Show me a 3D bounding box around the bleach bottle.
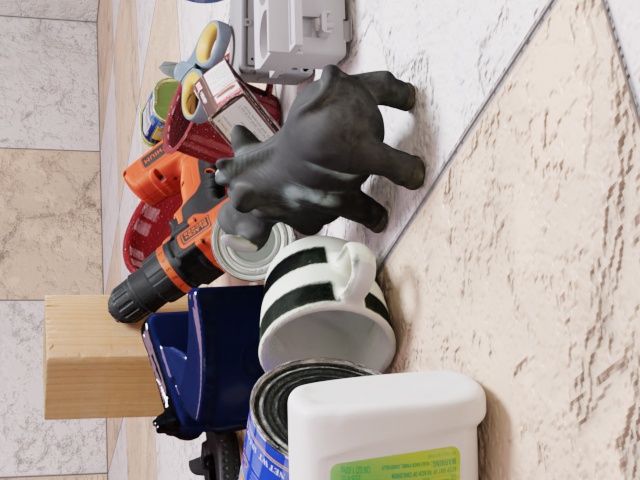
[{"bbox_3d":[0.039,0.198,0.550,0.068,0.102,0.251,-142,47,-81],"label":"bleach bottle"}]

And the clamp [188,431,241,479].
[{"bbox_3d":[-0.115,0.241,1.173,0.210,0.036,0.165,-116,31,-57],"label":"clamp"}]

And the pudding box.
[{"bbox_3d":[-0.048,-0.081,0.844,0.113,0.039,0.090,48,-175,-29],"label":"pudding box"}]

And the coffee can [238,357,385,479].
[{"bbox_3d":[-0.001,0.158,0.652,0.103,0.102,0.140,-113,28,-56],"label":"coffee can"}]

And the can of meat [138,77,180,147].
[{"bbox_3d":[-0.146,-0.141,1.189,0.084,0.102,0.057,144,126,-68],"label":"can of meat"}]

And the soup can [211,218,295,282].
[{"bbox_3d":[-0.056,0.001,0.884,0.102,0.068,0.068,153,117,-86],"label":"soup can"}]

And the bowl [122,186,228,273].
[{"bbox_3d":[-0.135,-0.016,1.141,0.162,0.055,0.162,-25,43,26],"label":"bowl"}]

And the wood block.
[{"bbox_3d":[-0.169,0.114,1.060,0.091,0.205,0.090,-107,23,-47],"label":"wood block"}]

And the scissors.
[{"bbox_3d":[-0.114,-0.166,0.952,0.096,0.016,0.202,-66,25,20],"label":"scissors"}]

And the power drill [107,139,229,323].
[{"bbox_3d":[-0.143,-0.021,1.057,0.057,0.184,0.188,49,-170,-42],"label":"power drill"}]

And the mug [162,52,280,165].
[{"bbox_3d":[-0.085,-0.120,0.983,0.117,0.081,0.093,-60,26,23],"label":"mug"}]
